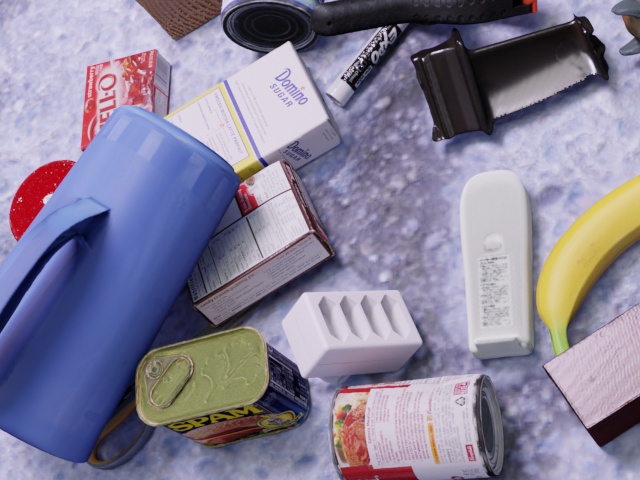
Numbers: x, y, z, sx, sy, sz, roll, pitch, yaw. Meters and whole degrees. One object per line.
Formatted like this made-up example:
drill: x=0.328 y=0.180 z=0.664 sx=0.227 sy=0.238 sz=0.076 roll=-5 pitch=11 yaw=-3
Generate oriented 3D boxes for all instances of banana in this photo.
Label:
banana: x=0.212 y=-0.005 z=0.719 sx=0.198 sy=0.037 sz=0.070 roll=-44 pitch=64 yaw=1

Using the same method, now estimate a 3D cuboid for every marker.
marker: x=0.048 y=-0.161 z=0.872 sx=0.020 sy=0.020 sz=0.121 roll=37 pitch=86 yaw=32

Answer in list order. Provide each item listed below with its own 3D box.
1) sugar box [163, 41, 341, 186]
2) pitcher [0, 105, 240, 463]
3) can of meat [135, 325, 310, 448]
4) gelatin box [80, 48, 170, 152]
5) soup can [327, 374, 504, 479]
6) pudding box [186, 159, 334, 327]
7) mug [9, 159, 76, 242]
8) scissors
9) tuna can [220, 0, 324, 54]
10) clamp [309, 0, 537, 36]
sugar box: x=-0.077 y=-0.079 z=0.878 sx=0.176 sy=0.048 sz=0.093 roll=-28 pitch=59 yaw=6
pitcher: x=-0.165 y=0.025 z=0.764 sx=0.243 sy=0.144 sz=0.149 roll=-59 pitch=26 yaw=-6
can of meat: x=-0.067 y=0.108 z=0.764 sx=0.102 sy=0.083 sz=0.057 roll=-16 pitch=62 yaw=17
gelatin box: x=-0.173 y=-0.120 z=0.948 sx=0.073 sy=0.030 sz=0.089 roll=-10 pitch=63 yaw=20
soup can: x=0.064 y=0.126 z=0.707 sx=0.102 sy=0.068 sz=0.068 roll=-9 pitch=64 yaw=20
pudding box: x=-0.055 y=0.001 z=0.827 sx=0.113 sy=0.039 sz=0.090 roll=-33 pitch=48 yaw=10
mug: x=-0.198 y=-0.005 z=0.876 sx=0.093 sy=0.081 sz=0.117 roll=-25 pitch=59 yaw=12
scissors: x=-0.125 y=0.088 z=0.840 sx=0.096 sy=0.016 sz=0.201 roll=35 pitch=84 yaw=32
tuna can: x=-0.040 y=-0.190 z=0.886 sx=0.086 sy=0.086 sz=0.034 roll=-5 pitch=67 yaw=22
clamp: x=0.078 y=-0.191 z=0.827 sx=0.171 sy=0.039 sz=0.120 roll=-1 pitch=35 yaw=2
